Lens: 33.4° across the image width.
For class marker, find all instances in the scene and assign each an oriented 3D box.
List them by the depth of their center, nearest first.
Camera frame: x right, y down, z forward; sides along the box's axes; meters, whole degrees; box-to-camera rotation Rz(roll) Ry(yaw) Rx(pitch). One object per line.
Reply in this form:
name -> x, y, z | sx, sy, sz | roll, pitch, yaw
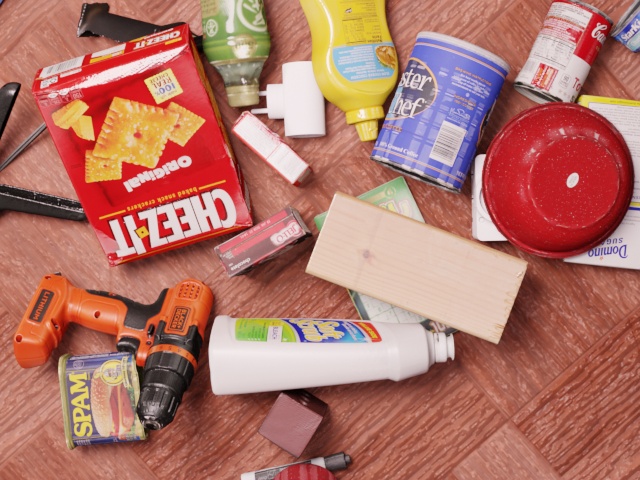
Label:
marker -> -0.026, 0.251, 1.164 | 0.121, 0.020, 0.020 | -13, 90, 3

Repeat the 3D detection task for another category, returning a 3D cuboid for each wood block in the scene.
wood block -> 0.097, 0.026, 1.105 | 0.206, 0.090, 0.091 | 21, 91, 0

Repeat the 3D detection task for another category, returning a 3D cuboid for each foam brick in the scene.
foam brick -> -0.029, 0.189, 1.134 | 0.053, 0.078, 0.051 | 32, 94, 2

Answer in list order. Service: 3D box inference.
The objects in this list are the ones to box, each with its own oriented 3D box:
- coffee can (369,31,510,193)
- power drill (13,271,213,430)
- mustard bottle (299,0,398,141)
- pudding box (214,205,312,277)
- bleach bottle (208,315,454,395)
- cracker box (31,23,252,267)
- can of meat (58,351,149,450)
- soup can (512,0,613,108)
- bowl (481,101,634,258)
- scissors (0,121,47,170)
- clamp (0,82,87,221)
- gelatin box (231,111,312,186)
coffee can -> 0.123, -0.132, 1.107 | 0.103, 0.103, 0.140 | 22, 92, 2
power drill -> -0.217, 0.108, 1.110 | 0.187, 0.184, 0.057 | 9, 135, 5
mustard bottle -> 0.035, -0.200, 1.125 | 0.096, 0.058, 0.191 | -12, 92, -33
pudding box -> -0.057, 0.001, 1.114 | 0.090, 0.113, 0.039 | -29, 90, 3
bleach bottle -> 0.013, 0.115, 1.121 | 0.251, 0.102, 0.068 | -3, 107, 1
cracker box -> -0.177, -0.093, 1.094 | 0.164, 0.072, 0.213 | -16, 120, 3
can of meat -> -0.232, 0.170, 1.155 | 0.084, 0.057, 0.102 | -5, 92, 0
soup can -> 0.253, -0.194, 1.117 | 0.068, 0.068, 0.102 | 26, 93, 2
bowl -> 0.246, -0.059, 1.072 | 0.162, 0.055, 0.162 | 0, 95, -4
scissors -> -0.274, -0.146, 1.162 | 0.202, 0.096, 0.016 | -37, 95, 34
clamp -> -0.367, -0.071, 1.147 | 0.210, 0.036, 0.164 | -15, 111, 12
gelatin box -> -0.051, -0.097, 1.132 | 0.089, 0.073, 0.030 | 42, 92, 2
